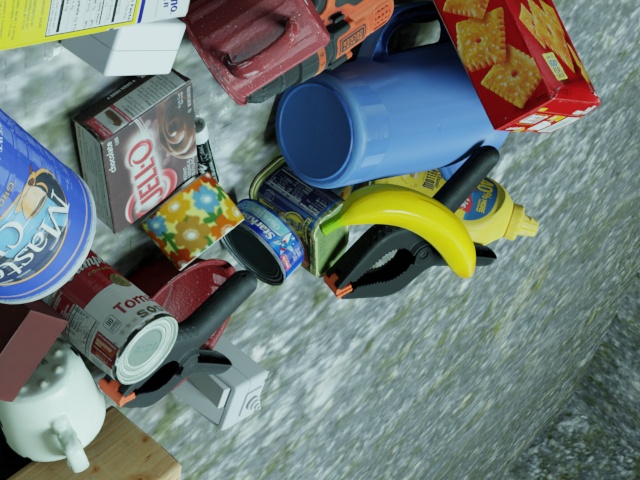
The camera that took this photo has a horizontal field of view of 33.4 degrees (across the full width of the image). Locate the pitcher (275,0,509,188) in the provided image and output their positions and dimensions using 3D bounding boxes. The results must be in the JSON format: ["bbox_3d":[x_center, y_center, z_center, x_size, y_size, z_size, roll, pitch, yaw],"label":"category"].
[{"bbox_3d":[0.072,-0.133,1.039,0.242,0.149,0.145,-18,157,-47],"label":"pitcher"}]

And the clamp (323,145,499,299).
[{"bbox_3d":[0.102,0.008,1.096,0.210,0.036,0.164,-31,139,-11],"label":"clamp"}]

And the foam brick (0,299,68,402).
[{"bbox_3d":[-0.241,0.074,0.805,0.078,0.051,0.053,-54,156,-2],"label":"foam brick"}]

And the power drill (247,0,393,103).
[{"bbox_3d":[-0.004,-0.215,0.866,0.184,0.057,0.188,-40,155,-31],"label":"power drill"}]

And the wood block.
[{"bbox_3d":[-0.221,0.241,0.876,0.205,0.090,0.091,-35,150,-39],"label":"wood block"}]

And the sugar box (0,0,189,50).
[{"bbox_3d":[-0.162,-0.152,0.600,0.175,0.093,0.048,-29,146,-47],"label":"sugar box"}]

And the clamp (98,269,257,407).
[{"bbox_3d":[-0.124,0.105,0.945,0.171,0.039,0.120,-32,143,-38],"label":"clamp"}]

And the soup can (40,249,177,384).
[{"bbox_3d":[-0.172,0.060,0.852,0.068,0.102,0.068,-42,153,-27],"label":"soup can"}]

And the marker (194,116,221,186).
[{"bbox_3d":[-0.099,-0.063,0.931,0.020,0.020,0.121,-45,155,-21],"label":"marker"}]

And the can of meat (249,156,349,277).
[{"bbox_3d":[-0.019,-0.021,1.060,0.057,0.084,0.102,-43,154,-25],"label":"can of meat"}]

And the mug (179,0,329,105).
[{"bbox_3d":[-0.045,-0.152,0.767,0.081,0.117,0.093,-30,119,10],"label":"mug"}]

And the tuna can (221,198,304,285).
[{"bbox_3d":[-0.057,0.001,1.016,0.033,0.086,0.086,-46,155,-24],"label":"tuna can"}]

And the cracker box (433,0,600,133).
[{"bbox_3d":[0.177,-0.211,1.016,0.072,0.214,0.163,-27,170,29],"label":"cracker box"}]

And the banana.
[{"bbox_3d":[0.090,-0.014,1.024,0.197,0.037,0.070,18,128,-34],"label":"banana"}]

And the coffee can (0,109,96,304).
[{"bbox_3d":[-0.214,-0.030,0.652,0.103,0.103,0.140,-52,156,-7],"label":"coffee can"}]

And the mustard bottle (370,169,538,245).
[{"bbox_3d":[0.151,-0.042,1.198,0.058,0.191,0.096,104,5,-45],"label":"mustard bottle"}]

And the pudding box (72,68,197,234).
[{"bbox_3d":[-0.139,-0.070,0.820,0.090,0.039,0.113,-42,154,-28],"label":"pudding box"}]

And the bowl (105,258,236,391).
[{"bbox_3d":[-0.149,0.072,0.973,0.162,0.055,0.162,-42,154,-27],"label":"bowl"}]
